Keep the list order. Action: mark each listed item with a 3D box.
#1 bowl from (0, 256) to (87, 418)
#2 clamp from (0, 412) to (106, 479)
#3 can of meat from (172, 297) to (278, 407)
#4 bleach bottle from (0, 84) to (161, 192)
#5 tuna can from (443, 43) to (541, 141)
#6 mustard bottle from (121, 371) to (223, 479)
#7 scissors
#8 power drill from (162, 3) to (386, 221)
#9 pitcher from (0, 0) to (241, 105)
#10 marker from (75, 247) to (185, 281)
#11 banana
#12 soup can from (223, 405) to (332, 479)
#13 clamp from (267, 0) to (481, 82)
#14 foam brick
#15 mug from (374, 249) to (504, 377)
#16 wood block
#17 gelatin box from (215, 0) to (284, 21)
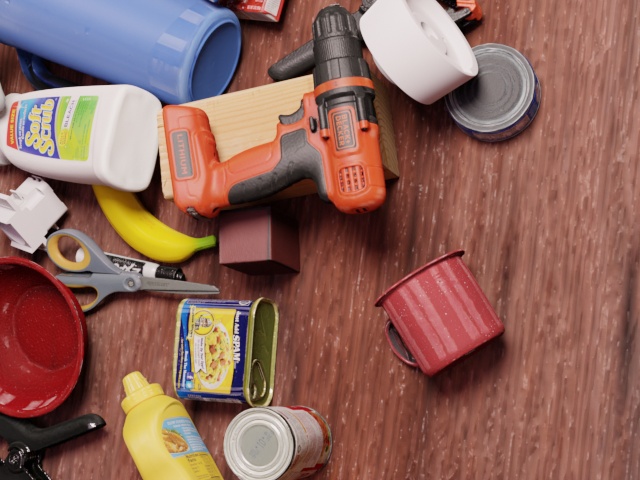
[{"bbox_3d":[-0.290,0.093,1.072,0.162,0.055,0.162,3,98,23],"label":"bowl"},{"bbox_3d":[-0.289,0.210,1.073,0.172,0.039,0.120,20,87,21],"label":"clamp"},{"bbox_3d":[-0.091,0.105,1.011,0.084,0.057,0.102,1,82,21],"label":"can of meat"},{"bbox_3d":[-0.270,-0.102,1.077,0.251,0.068,0.102,3,79,39],"label":"bleach bottle"},{"bbox_3d":[0.156,-0.135,0.974,0.086,0.033,0.086,-3,81,19],"label":"tuna can"},{"bbox_3d":[-0.134,0.207,0.989,0.058,0.096,0.192,-35,72,13],"label":"mustard bottle"},{"bbox_3d":[-0.197,0.024,1.058,0.202,0.016,0.096,-12,101,26],"label":"scissors"},{"bbox_3d":[-0.042,-0.101,0.929,0.188,0.057,0.184,-12,77,17],"label":"power drill"},{"bbox_3d":[-0.207,-0.210,1.072,0.243,0.149,0.145,25,75,18],"label":"pitcher"},{"bbox_3d":[-0.191,0.026,1.078,0.121,0.020,0.020,11,85,21],"label":"marker"},{"bbox_3d":[-0.187,-0.040,1.081,0.069,0.037,0.198,-40,72,-11],"label":"banana"},{"bbox_3d":[-0.037,0.182,0.956,0.069,0.102,0.068,-3,81,19],"label":"soup can"},{"bbox_3d":[0.048,-0.217,1.023,0.210,0.036,0.164,16,89,25],"label":"clamp"},{"bbox_3d":[-0.057,0.001,1.004,0.051,0.078,0.053,-5,78,19],"label":"foam brick"},{"bbox_3d":[0.100,0.072,0.940,0.117,0.093,0.081,-42,73,41],"label":"mug"},{"bbox_3d":[-0.040,-0.092,1.007,0.206,0.090,0.091,-10,78,18],"label":"wood block"},{"bbox_3d":[-0.072,-0.259,1.061,0.089,0.030,0.073,14,88,40],"label":"gelatin box"}]
